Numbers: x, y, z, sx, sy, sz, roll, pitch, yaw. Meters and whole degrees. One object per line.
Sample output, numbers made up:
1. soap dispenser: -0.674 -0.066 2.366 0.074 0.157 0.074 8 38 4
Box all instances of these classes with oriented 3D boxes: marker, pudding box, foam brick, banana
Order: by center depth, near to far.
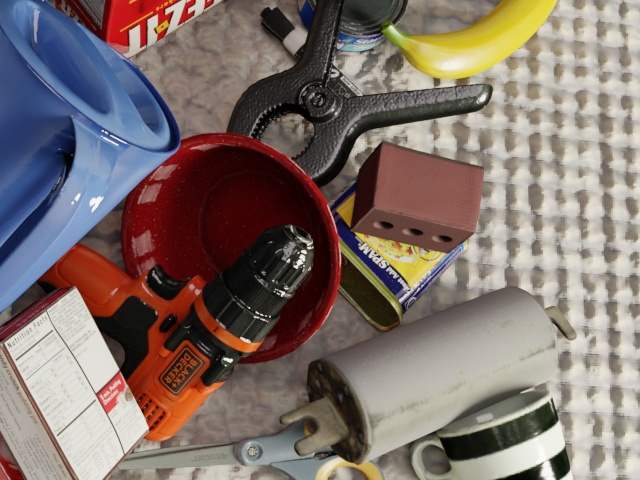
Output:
1. pudding box: -0.160 0.096 0.657 0.039 0.090 0.113 -22 101 24
2. foam brick: 0.067 -0.028 0.743 0.078 0.053 0.051 13 68 -12
3. marker: -0.001 -0.137 0.833 0.121 0.020 0.020 45 70 1
4. banana: 0.138 -0.177 0.858 0.197 0.037 0.069 -30 120 -25

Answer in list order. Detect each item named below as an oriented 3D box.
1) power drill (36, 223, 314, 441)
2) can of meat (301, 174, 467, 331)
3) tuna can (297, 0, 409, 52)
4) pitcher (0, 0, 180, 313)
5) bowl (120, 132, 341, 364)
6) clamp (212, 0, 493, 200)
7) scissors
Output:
1. power drill: -0.117 0.016 0.703 0.188 0.057 0.185 42 108 6
2. can of meat: 0.045 0.001 0.787 0.102 0.057 0.083 46 68 1
3. tuna can: 0.025 -0.194 0.847 0.086 0.034 0.086 3 74 -13
4. pitcher: -0.204 -0.015 0.616 0.243 0.149 0.145 -44 84 16
5. bowl: -0.055 0.001 0.738 0.162 0.055 0.162 5 107 18
6. clamp: 0.010 -0.095 0.785 0.165 0.036 0.210 40 85 13
7. scissors: -0.036 0.162 0.734 0.201 0.016 0.096 -17 84 -24
